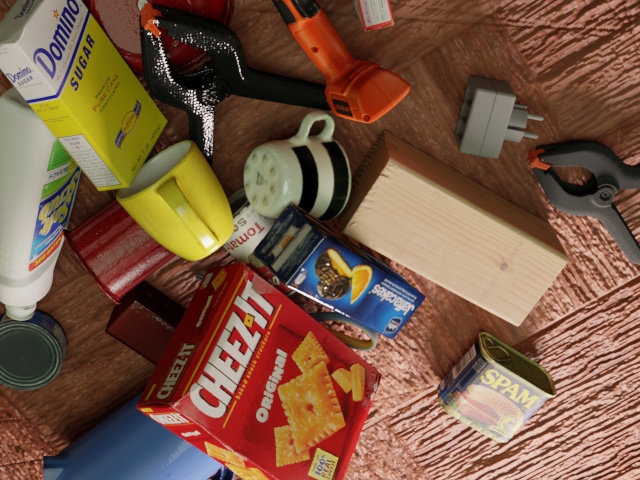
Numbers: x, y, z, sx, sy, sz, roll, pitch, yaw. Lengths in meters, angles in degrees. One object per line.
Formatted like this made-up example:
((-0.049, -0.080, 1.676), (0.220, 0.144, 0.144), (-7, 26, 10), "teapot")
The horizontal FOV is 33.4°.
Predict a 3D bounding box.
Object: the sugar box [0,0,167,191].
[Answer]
((-0.213, -0.138, 0.951), (0.048, 0.093, 0.176), (-3, 138, 30), "sugar box")

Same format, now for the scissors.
((-0.039, 0.093, 1.146), (0.202, 0.016, 0.096), (13, 133, 8), "scissors")

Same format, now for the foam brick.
((-0.177, 0.088, 1.124), (0.078, 0.053, 0.051), (36, 110, -17), "foam brick")

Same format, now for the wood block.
((0.129, -0.012, 1.061), (0.206, 0.090, 0.091), (28, 111, -13), "wood block")

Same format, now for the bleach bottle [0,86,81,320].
((-0.280, -0.033, 1.051), (0.068, 0.102, 0.251), (23, 121, 12), "bleach bottle")

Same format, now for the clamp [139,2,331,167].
((-0.089, -0.147, 0.990), (0.164, 0.036, 0.210), (-28, 137, 7), "clamp")

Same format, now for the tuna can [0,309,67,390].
((-0.317, 0.116, 1.146), (0.086, 0.033, 0.086), (0, 115, -1), "tuna can")

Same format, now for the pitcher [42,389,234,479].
((-0.163, 0.226, 1.155), (0.243, 0.149, 0.145), (-39, 77, 13), "pitcher")

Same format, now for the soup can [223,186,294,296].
((-0.057, 0.001, 1.077), (0.068, 0.068, 0.102), (-36, 110, 15), "soup can")

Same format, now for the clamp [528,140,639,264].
((0.293, -0.058, 1.068), (0.171, 0.039, 0.120), (29, 110, -13), "clamp")

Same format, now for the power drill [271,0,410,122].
((-0.001, -0.191, 0.925), (0.057, 0.185, 0.187), (-39, 110, -5), "power drill")

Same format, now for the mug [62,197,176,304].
((-0.192, 0.008, 1.069), (0.081, 0.093, 0.117), (-37, 150, -3), "mug")

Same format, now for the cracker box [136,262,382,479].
((-0.051, 0.148, 1.054), (0.213, 0.164, 0.072), (41, 148, -27), "cracker box")

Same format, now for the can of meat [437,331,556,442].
((0.189, 0.162, 1.162), (0.102, 0.057, 0.084), (32, 114, -14), "can of meat")

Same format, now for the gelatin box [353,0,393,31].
((0.040, -0.240, 0.960), (0.030, 0.073, 0.089), (-15, 114, 2), "gelatin box")

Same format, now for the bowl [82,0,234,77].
((-0.161, -0.220, 0.978), (0.162, 0.055, 0.162), (0, 116, -1), "bowl")
